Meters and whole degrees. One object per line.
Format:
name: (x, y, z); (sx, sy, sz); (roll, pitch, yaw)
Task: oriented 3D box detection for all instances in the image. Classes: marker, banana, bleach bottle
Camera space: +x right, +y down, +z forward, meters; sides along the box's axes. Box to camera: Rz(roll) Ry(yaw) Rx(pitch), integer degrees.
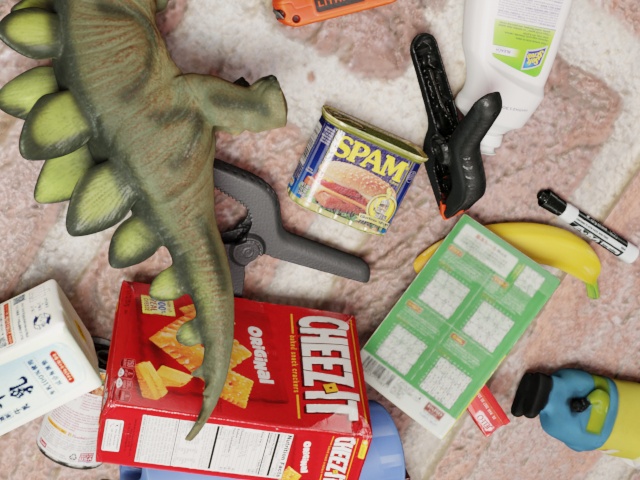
marker: (0.255, -0.014, 1.023); (0.121, 0.020, 0.020); (30, 101, -18)
banana: (0.188, 0.015, 1.012); (0.197, 0.037, 0.070); (9, 106, -13)
bleach bottle: (0.163, -0.199, 0.924); (0.102, 0.068, 0.251); (9, 109, -12)

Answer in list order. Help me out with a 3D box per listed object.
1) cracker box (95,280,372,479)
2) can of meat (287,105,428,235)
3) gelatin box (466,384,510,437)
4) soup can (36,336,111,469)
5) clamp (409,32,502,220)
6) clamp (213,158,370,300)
cracker box: (-0.072, 0.118, 0.896); (0.213, 0.164, 0.072); (9, 122, -10)
can of meat: (0.030, -0.060, 0.949); (0.102, 0.057, 0.084); (22, 106, -16)
gelatin box: (0.138, 0.136, 1.015); (0.030, 0.089, 0.073); (-34, 111, 2)
soup can: (-0.210, 0.147, 0.968); (0.068, 0.068, 0.102); (19, 105, -16)
clamp: (0.112, -0.095, 0.936); (0.039, 0.120, 0.171); (-15, 141, -15)
clamp: (-0.056, 0.001, 0.950); (0.164, 0.036, 0.210); (-26, 122, -2)
